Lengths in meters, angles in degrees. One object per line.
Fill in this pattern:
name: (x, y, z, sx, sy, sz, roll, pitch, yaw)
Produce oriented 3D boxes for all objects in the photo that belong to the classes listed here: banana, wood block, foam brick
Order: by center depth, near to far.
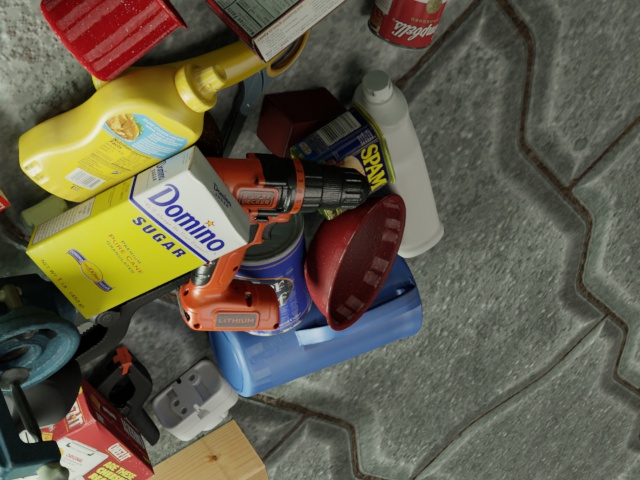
banana: (-0.119, -0.150, 0.951, 0.197, 0.037, 0.070, -15, 166, -26)
foam brick: (-0.018, -0.118, 1.094, 0.078, 0.053, 0.051, -13, 138, -35)
wood block: (-0.179, 0.345, 1.442, 0.205, 0.091, 0.090, -29, 145, -17)

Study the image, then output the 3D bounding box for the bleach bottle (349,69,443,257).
bleach bottle: (0.081, -0.089, 1.180, 0.068, 0.103, 0.251, -32, 147, -11)

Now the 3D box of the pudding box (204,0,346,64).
pudding box: (-0.034, -0.218, 0.926, 0.113, 0.090, 0.039, -40, 146, -2)

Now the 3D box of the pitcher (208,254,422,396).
pitcher: (-0.003, 0.095, 1.283, 0.242, 0.145, 0.149, -22, 146, -21)

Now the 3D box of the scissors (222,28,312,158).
scissors: (-0.082, -0.144, 1.035, 0.096, 0.016, 0.202, 16, 118, -50)

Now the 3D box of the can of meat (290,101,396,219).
can of meat: (0.022, -0.078, 1.081, 0.084, 0.057, 0.102, -33, 146, -7)

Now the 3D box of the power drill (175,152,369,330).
power drill: (-0.057, 0.001, 1.031, 0.184, 0.057, 0.188, 3, 125, -20)

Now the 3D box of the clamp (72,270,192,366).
clamp: (-0.222, 0.059, 1.063, 0.210, 0.036, 0.164, -43, 143, 16)

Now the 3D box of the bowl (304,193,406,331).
bowl: (0.030, 0.015, 1.155, 0.161, 0.055, 0.162, -48, 152, -36)

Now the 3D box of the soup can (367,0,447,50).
soup can: (0.093, -0.246, 1.041, 0.068, 0.069, 0.102, -12, 137, -36)

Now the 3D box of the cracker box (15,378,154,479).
cracker box: (-0.317, 0.254, 1.184, 0.213, 0.072, 0.164, -28, 144, -1)

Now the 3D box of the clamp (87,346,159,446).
clamp: (-0.248, 0.196, 1.247, 0.120, 0.039, 0.171, -17, 134, -24)

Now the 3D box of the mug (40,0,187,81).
mug: (-0.172, -0.188, 0.838, 0.081, 0.093, 0.117, -38, 116, 4)

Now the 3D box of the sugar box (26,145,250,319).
sugar box: (-0.160, -0.004, 0.944, 0.176, 0.048, 0.093, -24, 123, 19)

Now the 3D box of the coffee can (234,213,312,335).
coffee can: (-0.064, 0.024, 1.169, 0.102, 0.103, 0.140, -29, 145, -17)

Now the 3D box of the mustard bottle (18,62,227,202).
mustard bottle: (-0.158, -0.098, 0.906, 0.192, 0.058, 0.096, -25, 148, 26)
